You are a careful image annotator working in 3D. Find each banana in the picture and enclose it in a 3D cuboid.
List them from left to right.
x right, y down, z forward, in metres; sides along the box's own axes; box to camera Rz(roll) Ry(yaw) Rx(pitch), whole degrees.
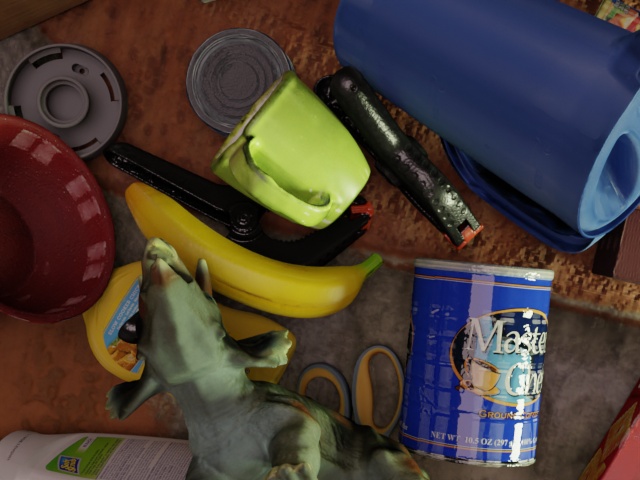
[{"bbox_3d":[-0.054,0.015,0.775,0.197,0.069,0.037,18,133,-6],"label":"banana"}]

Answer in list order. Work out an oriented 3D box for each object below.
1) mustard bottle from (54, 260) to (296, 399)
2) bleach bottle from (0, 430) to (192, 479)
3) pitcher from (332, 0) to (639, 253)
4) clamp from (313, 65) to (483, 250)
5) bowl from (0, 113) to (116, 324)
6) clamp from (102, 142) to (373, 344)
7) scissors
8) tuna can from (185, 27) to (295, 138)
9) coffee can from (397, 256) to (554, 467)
[{"bbox_3d":[-0.121,0.070,0.828,0.191,0.058,0.096,29,78,5],"label":"mustard bottle"},{"bbox_3d":[-0.151,0.184,0.819,0.251,0.102,0.068,8,109,11],"label":"bleach bottle"},{"bbox_3d":[0.126,-0.107,0.751,0.243,0.144,0.149,36,97,30],"label":"pitcher"},{"bbox_3d":[0.055,-0.066,0.809,0.039,0.120,0.171,-38,107,4],"label":"clamp"},{"bbox_3d":[-0.229,-0.009,0.779,0.055,0.161,0.162,-25,87,34],"label":"bowl"},{"bbox_3d":[-0.063,0.000,0.815,0.210,0.036,0.164,0,67,-5],"label":"clamp"},{"bbox_3d":[0.021,0.179,0.824,0.096,0.016,0.202,6,81,11],"label":"scissors"},{"bbox_3d":[-0.062,-0.123,0.840,0.086,0.033,0.086,0,89,5],"label":"tuna can"},{"bbox_3d":[0.114,0.086,0.787,0.103,0.103,0.140,6,90,5],"label":"coffee can"}]
